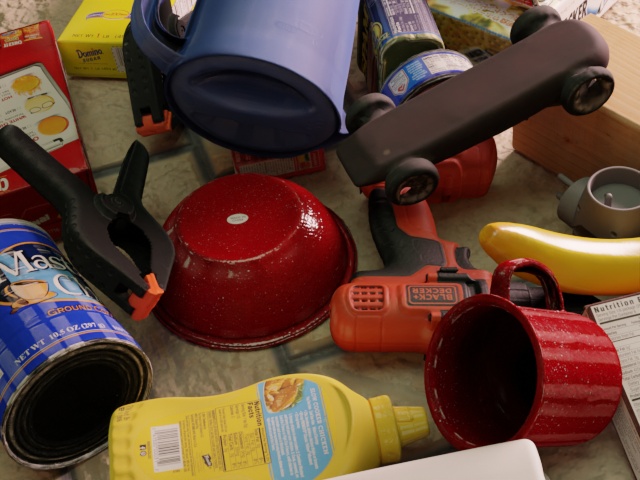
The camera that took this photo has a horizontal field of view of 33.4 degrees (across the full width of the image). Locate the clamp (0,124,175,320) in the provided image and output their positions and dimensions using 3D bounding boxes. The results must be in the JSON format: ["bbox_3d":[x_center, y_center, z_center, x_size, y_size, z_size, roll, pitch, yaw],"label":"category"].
[{"bbox_3d":[-0.143,-0.019,0.747,0.120,0.039,0.171,-11,56,-43],"label":"clamp"}]

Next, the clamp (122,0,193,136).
[{"bbox_3d":[-0.130,-0.178,0.935,0.036,0.164,0.210,-11,66,22],"label":"clamp"}]

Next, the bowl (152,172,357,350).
[{"bbox_3d":[-0.055,0.001,0.777,0.162,0.055,0.162,-4,46,4],"label":"bowl"}]

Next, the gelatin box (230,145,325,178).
[{"bbox_3d":[-0.040,-0.088,0.879,0.073,0.030,0.089,-12,46,-4],"label":"gelatin box"}]

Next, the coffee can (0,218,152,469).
[{"bbox_3d":[-0.189,0.065,0.700,0.102,0.103,0.140,-31,50,-21],"label":"coffee can"}]

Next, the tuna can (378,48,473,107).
[{"bbox_3d":[0.089,-0.105,0.839,0.086,0.086,0.034,-17,48,-8],"label":"tuna can"}]

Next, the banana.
[{"bbox_3d":[0.194,0.006,0.680,0.197,0.070,0.037,-8,33,-7],"label":"banana"}]

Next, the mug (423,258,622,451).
[{"bbox_3d":[0.122,0.069,0.632,0.093,0.081,0.117,-12,75,51],"label":"mug"}]

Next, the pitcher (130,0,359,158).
[{"bbox_3d":[-0.037,-0.199,0.822,0.145,0.149,0.242,2,63,19],"label":"pitcher"}]

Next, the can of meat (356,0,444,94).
[{"bbox_3d":[0.066,-0.152,0.877,0.057,0.102,0.084,-7,47,-6],"label":"can of meat"}]

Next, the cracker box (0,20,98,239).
[{"bbox_3d":[-0.279,-0.079,0.876,0.164,0.072,0.214,-17,47,-8],"label":"cracker box"}]

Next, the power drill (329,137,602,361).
[{"bbox_3d":[0.098,0.002,0.751,0.184,0.057,0.187,1,45,-1],"label":"power drill"}]

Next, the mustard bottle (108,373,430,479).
[{"bbox_3d":[-0.029,0.128,0.647,0.191,0.058,0.096,-11,43,-3],"label":"mustard bottle"}]

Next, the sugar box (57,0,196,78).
[{"bbox_3d":[-0.174,-0.224,1.019,0.093,0.048,0.176,4,48,12],"label":"sugar box"}]
